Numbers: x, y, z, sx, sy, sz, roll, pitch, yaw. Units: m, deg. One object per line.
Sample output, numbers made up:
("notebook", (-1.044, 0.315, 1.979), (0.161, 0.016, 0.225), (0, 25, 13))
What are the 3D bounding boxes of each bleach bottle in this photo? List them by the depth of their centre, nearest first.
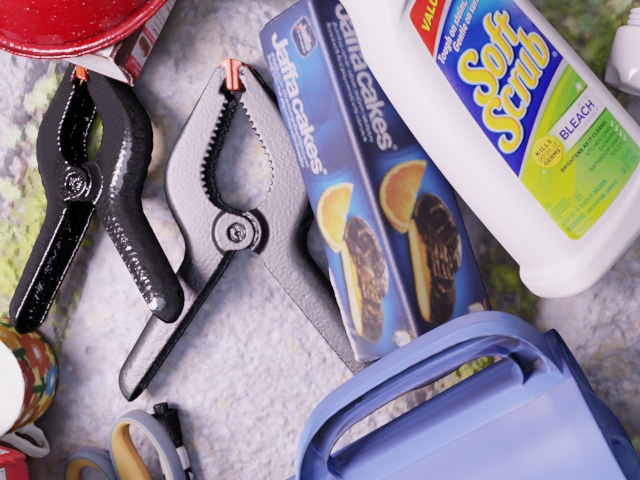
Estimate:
("bleach bottle", (0.072, -0.090, 0.558), (0.250, 0.068, 0.102), (45, 76, -12))

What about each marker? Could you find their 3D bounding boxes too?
("marker", (-0.083, 0.158, 0.653), (0.020, 0.020, 0.121), (-14, 91, 8))

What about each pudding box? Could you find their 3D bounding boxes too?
("pudding box", (-0.141, -0.152, 0.621), (0.114, 0.039, 0.090), (22, 82, 18))

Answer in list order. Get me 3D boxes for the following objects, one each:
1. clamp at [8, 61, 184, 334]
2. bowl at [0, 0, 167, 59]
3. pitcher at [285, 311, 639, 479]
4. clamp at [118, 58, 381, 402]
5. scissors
("clamp", (-0.125, -0.026, 0.627), (0.120, 0.039, 0.171), (4, 88, 22))
("bowl", (-0.148, -0.183, 0.578), (0.162, 0.055, 0.162), (-3, 78, 13))
("pitcher", (0.051, 0.149, 0.579), (0.243, 0.145, 0.149), (-28, 71, 11))
("clamp", (-0.054, 0.001, 0.633), (0.164, 0.036, 0.210), (-9, 92, 9))
("scissors", (-0.101, 0.201, 0.647), (0.096, 0.016, 0.202), (-11, 96, 30))
